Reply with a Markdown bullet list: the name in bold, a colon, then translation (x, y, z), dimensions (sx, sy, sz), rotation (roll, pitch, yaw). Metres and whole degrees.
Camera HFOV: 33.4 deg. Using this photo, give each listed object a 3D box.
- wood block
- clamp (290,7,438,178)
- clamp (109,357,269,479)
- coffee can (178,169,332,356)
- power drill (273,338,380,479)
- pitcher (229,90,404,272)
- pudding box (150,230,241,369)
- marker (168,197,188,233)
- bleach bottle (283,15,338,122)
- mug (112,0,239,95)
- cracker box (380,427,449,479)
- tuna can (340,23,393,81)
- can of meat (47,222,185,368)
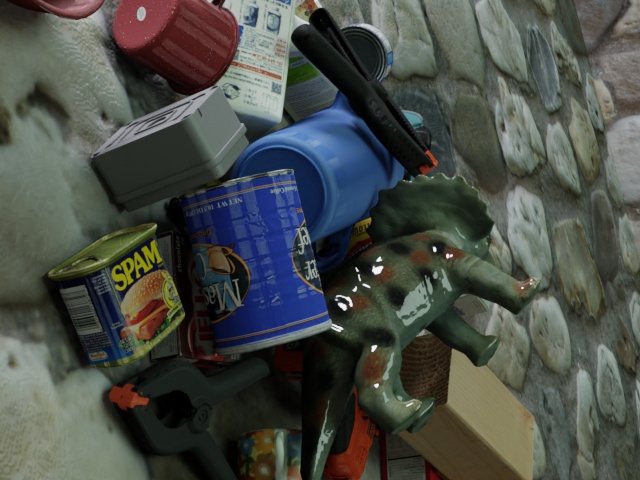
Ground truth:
- **wood block**: translation (0.153, 0.195, 1.186), dimensions (0.206, 0.090, 0.090), rotation (45, 41, -40)
- **clamp**: translation (0.044, -0.149, 1.086), dimensions (0.210, 0.036, 0.164), rotation (52, 17, -4)
- **clamp**: translation (-0.104, 0.136, 0.901), dimensions (0.171, 0.039, 0.120), rotation (41, 58, -51)
- **coffee can**: translation (-0.056, 0.019, 0.918), dimensions (0.102, 0.103, 0.140), rotation (-13, 89, -63)
- **power drill**: translation (0.020, 0.133, 1.118), dimensions (0.184, 0.057, 0.187), rotation (-75, 149, -41)
- **pitcher**: translation (-0.003, -0.055, 1.090), dimensions (0.149, 0.145, 0.242), rotation (51, 20, 2)
- **pudding box**: translation (-0.113, 0.055, 0.949), dimensions (0.089, 0.039, 0.113), rotation (18, 60, -58)
- **marker**: translation (-0.106, 0.003, 1.011), dimensions (0.121, 0.020, 0.020), rotation (55, 33, -35)
- **bleach bottle**: translation (-0.011, -0.193, 1.203), dimensions (0.250, 0.103, 0.068), rotation (49, 33, -40)
- **mug**: translation (-0.128, -0.201, 0.978), dimensions (0.081, 0.117, 0.093), rotation (27, 12, -50)
- **cracker box**: translation (0.140, 0.290, 1.285), dimensions (0.164, 0.072, 0.213), rotation (32, 50, -53)
- **tuna can**: translation (0.049, -0.233, 1.361), dimensions (0.033, 0.086, 0.086), rotation (-42, 114, -63)
- **can of meat**: translation (-0.158, 0.044, 0.850), dimensions (0.102, 0.058, 0.084), rotation (-44, 118, -60)
